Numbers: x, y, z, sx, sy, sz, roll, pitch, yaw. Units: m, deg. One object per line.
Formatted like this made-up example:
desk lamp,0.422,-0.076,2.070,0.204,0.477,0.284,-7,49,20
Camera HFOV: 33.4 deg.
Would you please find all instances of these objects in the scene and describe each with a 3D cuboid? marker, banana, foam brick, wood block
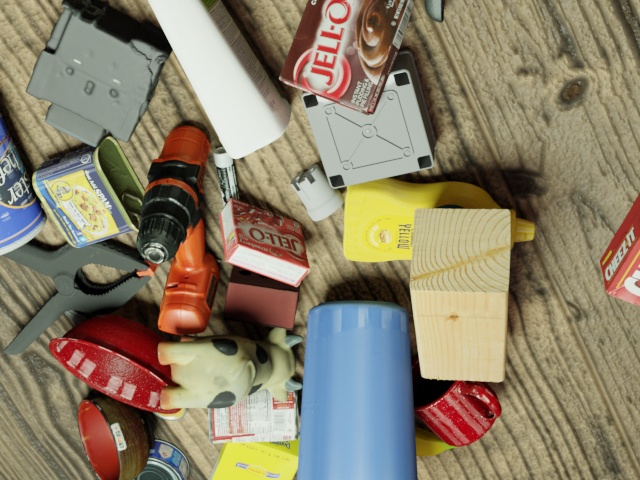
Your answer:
marker,-0.094,-0.041,1.122,0.020,0.020,0.121,-2,121,9
banana,0.068,0.202,1.241,0.197,0.037,0.070,30,115,-9
foam brick,-0.062,0.057,1.159,0.078,0.053,0.051,8,122,1
wood block,0.141,0.059,1.060,0.091,0.090,0.206,2,151,9

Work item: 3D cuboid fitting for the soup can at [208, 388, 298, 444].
soup can,-0.077,0.199,1.231,0.102,0.068,0.068,-2,122,-3

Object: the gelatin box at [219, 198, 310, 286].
gelatin box,-0.057,0.001,1.098,0.089,0.073,0.030,20,125,-27

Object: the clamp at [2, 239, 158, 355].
clamp,-0.283,0.053,1.191,0.210,0.036,0.164,-2,116,6

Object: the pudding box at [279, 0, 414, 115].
pudding box,0.025,-0.181,0.969,0.090,0.039,0.113,22,93,15

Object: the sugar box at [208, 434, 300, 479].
sugar box,-0.090,0.300,1.317,0.093,0.048,0.176,19,121,-5

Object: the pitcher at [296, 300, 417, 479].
pitcher,0.033,0.190,1.131,0.149,0.145,0.243,-2,80,16

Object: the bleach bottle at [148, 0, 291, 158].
bleach bottle,-0.115,-0.203,0.989,0.068,0.102,0.251,-26,109,12

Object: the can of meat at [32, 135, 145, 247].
can of meat,-0.238,-0.048,1.115,0.084,0.057,0.102,-16,118,19

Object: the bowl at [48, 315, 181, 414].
bowl,-0.216,0.130,1.182,0.162,0.055,0.162,19,153,10

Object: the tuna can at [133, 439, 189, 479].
tuna can,-0.209,0.291,1.333,0.086,0.033,0.086,3,122,5

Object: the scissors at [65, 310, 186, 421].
scissors,-0.223,0.152,1.260,0.201,0.016,0.096,24,120,-8

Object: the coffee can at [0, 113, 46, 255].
coffee can,-0.354,-0.065,1.091,0.103,0.102,0.140,-9,120,13

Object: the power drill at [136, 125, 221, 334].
power drill,-0.141,0.005,1.072,0.057,0.184,0.188,5,132,4

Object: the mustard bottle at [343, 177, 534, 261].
mustard bottle,0.121,-0.017,1.086,0.191,0.058,0.096,4,130,4

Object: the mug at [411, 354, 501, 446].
mug,0.152,0.174,1.175,0.081,0.093,0.117,46,151,-25
